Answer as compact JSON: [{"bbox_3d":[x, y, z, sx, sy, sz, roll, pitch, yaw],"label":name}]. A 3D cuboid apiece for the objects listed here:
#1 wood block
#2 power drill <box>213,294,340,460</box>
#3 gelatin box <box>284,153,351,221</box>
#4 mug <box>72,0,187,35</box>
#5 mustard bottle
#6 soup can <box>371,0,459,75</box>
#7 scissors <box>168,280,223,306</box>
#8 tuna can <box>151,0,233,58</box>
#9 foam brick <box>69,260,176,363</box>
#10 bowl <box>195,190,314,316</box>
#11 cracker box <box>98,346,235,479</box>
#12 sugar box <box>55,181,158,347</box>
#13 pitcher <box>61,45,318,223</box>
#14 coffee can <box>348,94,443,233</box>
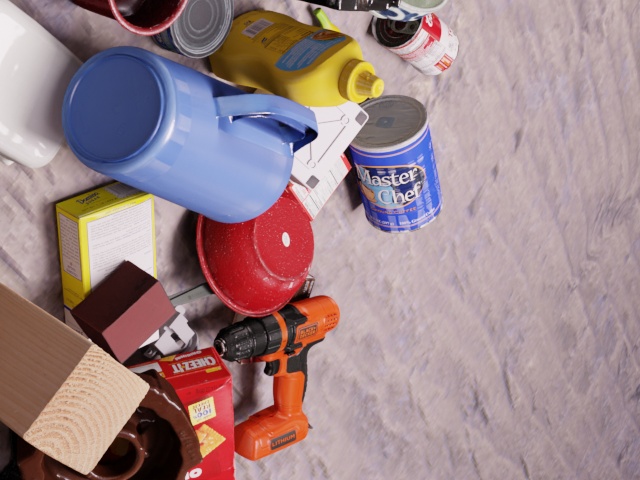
[{"bbox_3d":[-0.257,0.101,0.906,0.090,0.206,0.090,-55,142,-13],"label":"wood block"},{"bbox_3d":[-0.060,0.162,1.252,0.184,0.057,0.188,-14,124,-44],"label":"power drill"},{"bbox_3d":[-0.009,-0.078,1.261,0.089,0.030,0.073,-54,143,-15],"label":"gelatin box"},{"bbox_3d":[-0.164,-0.236,0.936,0.117,0.082,0.093,-20,124,-44],"label":"mug"},{"bbox_3d":[-0.015,-0.176,1.060,0.096,0.192,0.058,-39,136,-31],"label":"mustard bottle"},{"bbox_3d":[0.116,-0.246,1.288,0.102,0.069,0.068,22,93,-54],"label":"soup can"},{"bbox_3d":[-0.112,0.031,1.170,0.201,0.016,0.096,4,65,-46],"label":"scissors"},{"bbox_3d":[-0.125,-0.221,1.033,0.085,0.034,0.086,-28,130,-40],"label":"tuna can"},{"bbox_3d":[-0.189,0.069,1.027,0.078,0.053,0.051,-43,140,-22],"label":"foam brick"},{"bbox_3d":[-0.058,0.001,1.169,0.161,0.055,0.162,11,75,-45],"label":"bowl"},{"bbox_3d":[-0.178,0.234,1.152,0.164,0.072,0.214,-11,120,-22],"label":"cracker box"},{"bbox_3d":[-0.210,0.034,1.065,0.093,0.048,0.176,-24,131,-41],"label":"sugar box"},{"bbox_3d":[-0.116,-0.098,0.968,0.149,0.145,0.242,-58,161,6],"label":"pitcher"},{"bbox_3d":[0.092,-0.093,1.315,0.102,0.103,0.140,-44,139,-26],"label":"coffee can"}]
